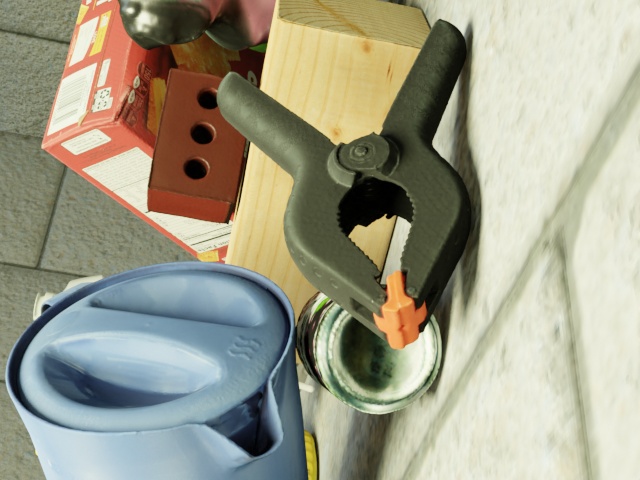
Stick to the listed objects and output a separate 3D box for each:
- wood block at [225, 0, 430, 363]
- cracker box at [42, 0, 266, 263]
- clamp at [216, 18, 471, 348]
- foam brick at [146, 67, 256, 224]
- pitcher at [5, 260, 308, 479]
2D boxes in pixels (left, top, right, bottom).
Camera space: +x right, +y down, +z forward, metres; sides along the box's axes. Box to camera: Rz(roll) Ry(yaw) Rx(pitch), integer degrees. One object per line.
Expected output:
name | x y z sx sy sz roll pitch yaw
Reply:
wood block | -0.002 -0.036 0.641 0.091 0.090 0.206 -92 14 -64
cracker box | -0.082 -0.085 0.759 0.072 0.213 0.164 -16 53 32
clamp | 0.028 -0.034 0.467 0.039 0.120 0.171 63 -176 -52
foam brick | -0.071 -0.055 0.636 0.051 0.053 0.078 120 158 -73
pitcher | -0.070 0.138 0.551 0.149 0.145 0.243 -86 -10 -59
